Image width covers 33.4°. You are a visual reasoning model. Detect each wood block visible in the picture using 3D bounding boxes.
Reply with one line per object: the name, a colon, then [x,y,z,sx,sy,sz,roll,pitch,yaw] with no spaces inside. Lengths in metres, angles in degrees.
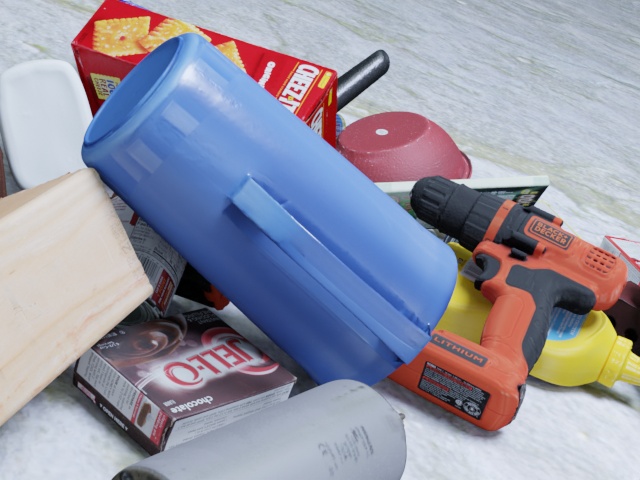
wood block: [-0.191,0.043,0.576,0.091,0.090,0.205,-16,15,27]

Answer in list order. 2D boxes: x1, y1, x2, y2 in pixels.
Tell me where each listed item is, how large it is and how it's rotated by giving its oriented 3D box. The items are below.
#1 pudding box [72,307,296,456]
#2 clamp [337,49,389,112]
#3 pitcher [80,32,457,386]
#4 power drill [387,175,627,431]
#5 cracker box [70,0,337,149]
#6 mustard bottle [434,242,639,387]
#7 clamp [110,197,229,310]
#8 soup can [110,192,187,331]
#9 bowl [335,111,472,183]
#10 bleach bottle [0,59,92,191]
pudding box: [-0.085,0.088,0.674,0.090,0.039,0.113,33,28,31]
clamp: [-0.036,-0.121,1.069,0.165,0.036,0.209,6,51,26]
pitcher: [-0.030,-0.015,0.690,0.242,0.149,0.145,42,47,-23]
power drill: [0.119,0.038,0.804,0.184,0.057,0.187,26,52,18]
cracker box: [-0.096,-0.101,0.921,0.214,0.164,0.072,21,58,14]
mustard bottle: [0.173,0.069,0.864,0.192,0.058,0.096,24,31,16]
clamp: [-0.104,-0.015,0.825,0.120,0.039,0.172,-35,53,-18]
soup can: [-0.125,0.008,0.739,0.068,0.069,0.102,17,55,0]
bowl: [0.067,-0.085,1.059,0.162,0.055,0.162,-9,30,5]
bleach bottle: [-0.233,-0.098,0.898,0.068,0.102,0.251,-13,10,-14]
